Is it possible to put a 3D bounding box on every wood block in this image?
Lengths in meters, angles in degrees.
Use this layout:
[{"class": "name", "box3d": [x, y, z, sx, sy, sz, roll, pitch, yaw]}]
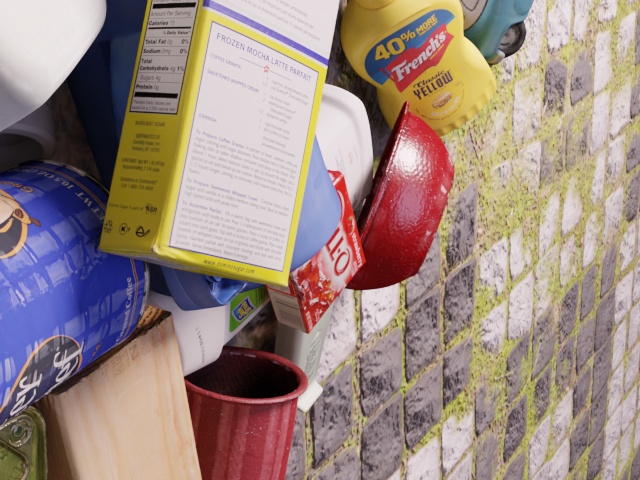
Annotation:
[{"class": "wood block", "box3d": [-0.130, 0.139, 0.614, 0.090, 0.091, 0.206, -38, 132, -46]}]

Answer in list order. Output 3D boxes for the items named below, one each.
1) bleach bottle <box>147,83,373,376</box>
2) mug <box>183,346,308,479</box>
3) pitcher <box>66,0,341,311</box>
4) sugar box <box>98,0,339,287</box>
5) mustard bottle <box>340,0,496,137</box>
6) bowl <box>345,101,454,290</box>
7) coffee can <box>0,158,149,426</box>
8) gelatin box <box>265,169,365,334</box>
[{"class": "bleach bottle", "box3d": [-0.055, 0.001, 0.715, 0.250, 0.068, 0.102, -48, 143, -36]}, {"class": "mug", "box3d": [-0.070, 0.127, 0.723, 0.117, 0.093, 0.081, 1, 107, -27]}, {"class": "pitcher", "box3d": [-0.079, -0.091, 0.575, 0.144, 0.149, 0.243, -35, 128, -25]}, {"class": "sugar box", "box3d": [-0.042, -0.072, 0.500, 0.093, 0.048, 0.176, 17, 81, -52]}, {"class": "mustard bottle", "box3d": [0.069, -0.158, 0.839, 0.191, 0.096, 0.058, 50, 14, -52]}, {"class": "bowl", "box3d": [0.063, -0.024, 0.832, 0.162, 0.055, 0.162, 148, -38, -90]}, {"class": "coffee can", "box3d": [-0.156, 0.031, 0.468, 0.140, 0.103, 0.103, -38, 132, -58]}, {"class": "gelatin box", "box3d": [-0.006, 0.006, 0.704, 0.073, 0.030, 0.089, -51, 145, -30]}]
